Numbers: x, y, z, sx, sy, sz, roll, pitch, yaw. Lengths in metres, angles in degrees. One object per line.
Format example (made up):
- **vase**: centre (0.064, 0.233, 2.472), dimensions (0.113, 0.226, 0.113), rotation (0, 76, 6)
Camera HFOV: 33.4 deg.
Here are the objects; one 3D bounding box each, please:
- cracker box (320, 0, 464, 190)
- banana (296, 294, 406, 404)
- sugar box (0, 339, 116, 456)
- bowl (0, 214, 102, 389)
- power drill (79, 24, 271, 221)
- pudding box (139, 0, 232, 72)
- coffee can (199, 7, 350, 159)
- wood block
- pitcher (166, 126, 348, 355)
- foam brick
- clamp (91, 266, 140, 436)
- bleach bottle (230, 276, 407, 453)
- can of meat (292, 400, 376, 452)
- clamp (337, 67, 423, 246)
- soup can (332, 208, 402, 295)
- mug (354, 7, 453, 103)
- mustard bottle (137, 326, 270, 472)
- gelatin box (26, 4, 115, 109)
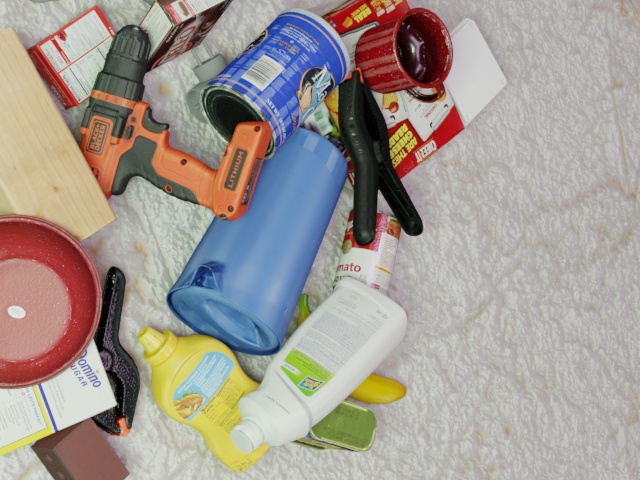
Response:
- **cracker box**: centre (0.067, -0.191, 1.323), dimensions (0.164, 0.072, 0.213), rotation (-38, 109, -32)
- **banana**: centre (0.032, 0.149, 1.282), dimensions (0.197, 0.037, 0.069), rotation (46, 61, -25)
- **sugar box**: centre (-0.292, 0.147, 1.009), dimensions (0.176, 0.048, 0.093), rotation (-22, 100, -26)
- **bowl**: centre (-0.272, 0.059, 0.953), dimensions (0.162, 0.055, 0.162), rotation (-2, 95, -20)
- **power drill**: centre (-0.149, -0.109, 1.080), dimensions (0.188, 0.057, 0.184), rotation (18, 97, 8)
- **pudding box**: centre (-0.151, -0.230, 1.133), dimensions (0.089, 0.114, 0.039), rotation (-37, 89, -34)
- **coffee can**: centre (-0.048, -0.170, 1.156), dimensions (0.140, 0.103, 0.102), rotation (-49, 114, -28)
- **wood block**: centre (-0.295, -0.086, 1.021), dimensions (0.090, 0.091, 0.206), rotation (-36, 107, -34)
- **pitcher**: centre (-0.058, 0.001, 1.183), dimensions (0.145, 0.149, 0.242), rotation (33, 62, -14)
- **foam brick**: centre (-0.238, 0.217, 1.057), dimensions (0.051, 0.053, 0.078), rotation (-41, 109, -33)
- **clamp**: centre (-0.224, 0.113, 1.087), dimensions (0.120, 0.039, 0.171), rotation (-31, 105, -25)
- **bleach bottle**: centre (-0.012, 0.140, 1.161), dimensions (0.250, 0.103, 0.068), rotation (-39, 146, -40)
- **can of meat**: centre (0.002, 0.208, 1.223), dimensions (0.102, 0.084, 0.057), rotation (23, 72, -34)
- **clamp**: centre (0.063, -0.093, 1.230), dimensions (0.164, 0.036, 0.210), rotation (6, 71, -63)
- **soup can**: centre (0.057, 0.019, 1.295), dimensions (0.068, 0.069, 0.102), rotation (24, 72, -34)
- **mug**: centre (0.101, -0.209, 1.251), dimensions (0.117, 0.082, 0.093), rotation (48, 61, -24)
- **mustard bottle**: centre (-0.124, 0.158, 1.146), dimensions (0.191, 0.058, 0.096), rotation (46, 75, -24)
- **gelatin box**: centre (-0.248, -0.190, 1.107), dimensions (0.089, 0.030, 0.073), rotation (-45, 113, -31)
